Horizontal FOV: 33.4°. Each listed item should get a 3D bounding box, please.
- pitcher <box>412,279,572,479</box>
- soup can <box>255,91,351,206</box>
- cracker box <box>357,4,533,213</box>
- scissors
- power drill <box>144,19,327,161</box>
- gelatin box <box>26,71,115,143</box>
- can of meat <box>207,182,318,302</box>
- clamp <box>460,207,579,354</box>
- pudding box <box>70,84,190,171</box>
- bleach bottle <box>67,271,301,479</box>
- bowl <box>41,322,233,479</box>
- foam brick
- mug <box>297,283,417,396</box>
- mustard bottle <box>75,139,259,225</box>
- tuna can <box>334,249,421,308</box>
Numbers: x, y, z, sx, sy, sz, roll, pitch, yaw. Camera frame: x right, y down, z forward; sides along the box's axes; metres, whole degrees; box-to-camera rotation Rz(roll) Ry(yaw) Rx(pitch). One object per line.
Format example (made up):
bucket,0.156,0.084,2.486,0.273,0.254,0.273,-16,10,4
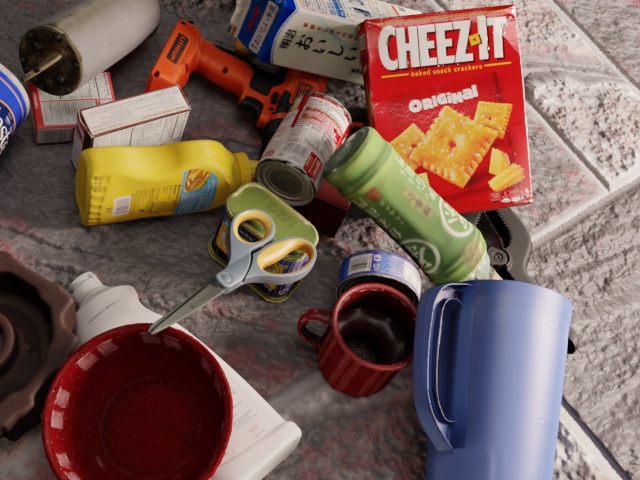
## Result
pitcher,0.153,0.162,0.990,0.149,0.145,0.243,7,67,5
soup can,-0.017,-0.094,1.096,0.068,0.069,0.102,27,57,0
cracker box,0.133,-0.134,1.133,0.164,0.072,0.214,-7,98,-4
scissors,-0.092,0.022,0.965,0.201,0.016,0.096,-17,58,-37
power drill,-0.095,-0.154,1.176,0.187,0.057,0.184,23,51,-6
gelatin box,-0.261,-0.141,1.130,0.089,0.030,0.073,-5,59,-21
can of meat,-0.057,0.001,1.071,0.102,0.084,0.057,38,56,8
clamp,0.179,0.031,1.156,0.164,0.036,0.210,-1,58,-14
pudding box,-0.195,-0.109,1.094,0.113,0.090,0.039,-21,68,-27
bleach bottle,-0.137,0.121,0.982,0.102,0.068,0.251,-37,73,-25
bowl,-0.150,0.154,0.904,0.162,0.055,0.162,-2,71,4
foam brick,0.011,-0.054,1.148,0.053,0.051,0.078,25,54,0
mug,0.033,0.098,1.040,0.117,0.082,0.093,16,55,-7
mustard bottle,-0.146,-0.062,1.075,0.191,0.096,0.058,-7,59,-21
tuna can,0.059,0.046,1.078,0.086,0.086,0.033,16,54,-8
